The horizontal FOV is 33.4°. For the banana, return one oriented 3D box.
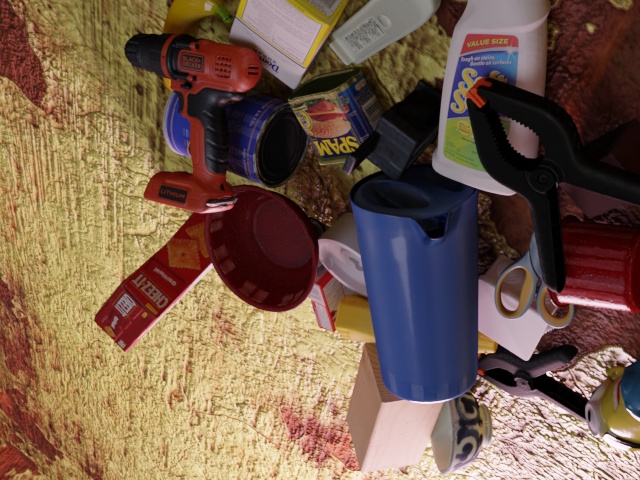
[{"bbox_3d":[-0.153,-0.239,1.218,0.198,0.037,0.069,-32,68,61],"label":"banana"}]

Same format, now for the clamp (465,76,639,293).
[{"bbox_3d":[0.200,-0.053,0.945,0.210,0.036,0.165,43,133,0],"label":"clamp"}]

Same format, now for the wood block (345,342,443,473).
[{"bbox_3d":[0.098,0.219,1.415,0.206,0.090,0.091,99,160,-53],"label":"wood block"}]

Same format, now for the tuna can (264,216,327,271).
[{"bbox_3d":[-0.030,0.008,1.341,0.086,0.086,0.034,18,139,34],"label":"tuna can"}]

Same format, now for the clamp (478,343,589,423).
[{"bbox_3d":[0.256,0.166,1.257,0.172,0.039,0.120,0,124,55],"label":"clamp"}]

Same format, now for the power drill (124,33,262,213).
[{"bbox_3d":[-0.151,-0.132,1.176,0.185,0.057,0.188,16,107,35],"label":"power drill"}]

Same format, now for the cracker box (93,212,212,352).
[{"bbox_3d":[-0.196,0.037,1.436,0.072,0.213,0.164,44,148,-2],"label":"cracker box"}]

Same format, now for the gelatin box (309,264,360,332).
[{"bbox_3d":[0.019,0.062,1.362,0.030,0.073,0.089,19,141,35],"label":"gelatin box"}]

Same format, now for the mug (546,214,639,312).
[{"bbox_3d":[0.279,0.032,1.035,0.082,0.093,0.117,7,148,37],"label":"mug"}]

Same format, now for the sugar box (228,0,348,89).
[{"bbox_3d":[-0.035,-0.222,1.073,0.093,0.048,0.176,37,165,-3],"label":"sugar box"}]

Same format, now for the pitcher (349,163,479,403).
[{"bbox_3d":[0.107,0.043,1.150,0.145,0.149,0.243,11,121,32],"label":"pitcher"}]

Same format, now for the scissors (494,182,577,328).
[{"bbox_3d":[0.237,0.011,1.074,0.096,0.016,0.202,31,128,14],"label":"scissors"}]

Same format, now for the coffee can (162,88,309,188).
[{"bbox_3d":[-0.098,-0.130,1.239,0.140,0.102,0.103,22,142,30],"label":"coffee can"}]

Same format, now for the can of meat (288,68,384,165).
[{"bbox_3d":[0.022,-0.133,1.146,0.102,0.057,0.084,-2,125,51],"label":"can of meat"}]

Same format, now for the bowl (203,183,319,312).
[{"bbox_3d":[-0.058,0.002,1.261,0.162,0.055,0.162,16,120,29],"label":"bowl"}]

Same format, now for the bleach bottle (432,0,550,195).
[{"bbox_3d":[0.154,-0.161,0.967,0.103,0.068,0.251,23,141,27],"label":"bleach bottle"}]

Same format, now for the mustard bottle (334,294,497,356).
[{"bbox_3d":[0.121,0.109,1.291,0.192,0.058,0.096,9,174,25],"label":"mustard bottle"}]
